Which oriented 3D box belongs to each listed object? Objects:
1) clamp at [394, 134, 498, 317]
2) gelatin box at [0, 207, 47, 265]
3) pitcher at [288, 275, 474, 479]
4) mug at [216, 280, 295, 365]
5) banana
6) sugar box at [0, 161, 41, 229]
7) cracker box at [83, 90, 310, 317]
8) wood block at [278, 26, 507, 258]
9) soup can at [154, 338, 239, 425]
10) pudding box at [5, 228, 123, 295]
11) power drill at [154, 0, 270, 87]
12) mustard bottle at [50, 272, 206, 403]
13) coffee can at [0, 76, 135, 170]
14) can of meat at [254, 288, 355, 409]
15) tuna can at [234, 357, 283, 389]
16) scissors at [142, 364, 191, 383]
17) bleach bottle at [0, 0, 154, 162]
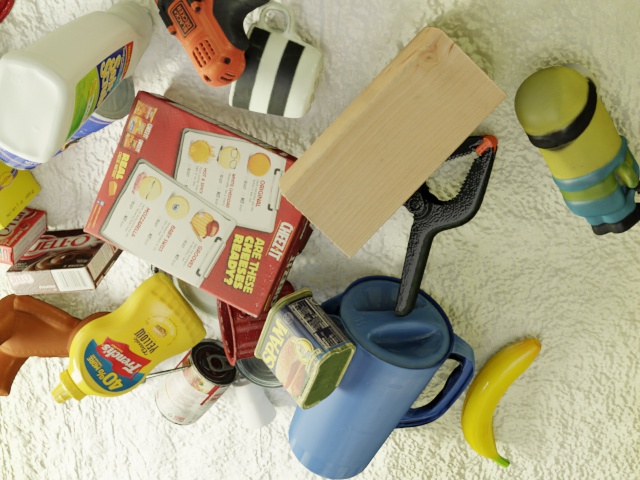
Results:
[{"bbox_3d":[0.092,-0.044,1.103,0.164,0.036,0.210,44,114,7],"label":"clamp"},{"bbox_3d":[-0.376,-0.011,1.264,0.073,0.089,0.030,12,124,10],"label":"gelatin box"},{"bbox_3d":[0.057,0.169,1.220,0.149,0.144,0.243,47,136,25],"label":"pitcher"},{"bbox_3d":[-0.067,0.084,1.206,0.081,0.093,0.117,-9,156,-14],"label":"mug"},{"bbox_3d":[0.202,0.185,1.236,0.069,0.037,0.198,3,126,-4],"label":"banana"},{"bbox_3d":[-0.398,-0.103,1.208,0.048,0.093,0.176,-15,117,26],"label":"sugar box"},{"bbox_3d":[-0.119,-0.040,1.120,0.214,0.072,0.164,25,100,11],"label":"cracker box"},{"bbox_3d":[0.063,-0.095,1.005,0.090,0.090,0.206,42,96,-11],"label":"wood block"},{"bbox_3d":[-0.155,0.178,1.329,0.068,0.068,0.102,36,127,-7],"label":"soup can"},{"bbox_3d":[-0.301,0.023,1.262,0.114,0.090,0.039,-2,123,19],"label":"pudding box"},{"bbox_3d":[-0.079,-0.263,0.988,0.188,0.057,0.184,-39,70,27],"label":"power drill"},{"bbox_3d":[-0.237,0.129,1.262,0.191,0.058,0.096,-36,116,-2],"label":"mustard bottle"},{"bbox_3d":[-0.282,-0.148,1.133,0.141,0.102,0.102,-23,113,30],"label":"coffee can"},{"bbox_3d":[-0.016,0.116,1.128,0.084,0.057,0.102,48,139,26],"label":"can of meat"},{"bbox_3d":[-0.063,0.138,1.292,0.086,0.033,0.086,9,125,13],"label":"tuna can"},{"bbox_3d":[-0.225,0.175,1.346,0.202,0.096,0.016,-13,79,23],"label":"scissors"},{"bbox_3d":[-0.216,-0.172,1.002,0.068,0.250,0.103,24,126,2],"label":"bleach bottle"}]
